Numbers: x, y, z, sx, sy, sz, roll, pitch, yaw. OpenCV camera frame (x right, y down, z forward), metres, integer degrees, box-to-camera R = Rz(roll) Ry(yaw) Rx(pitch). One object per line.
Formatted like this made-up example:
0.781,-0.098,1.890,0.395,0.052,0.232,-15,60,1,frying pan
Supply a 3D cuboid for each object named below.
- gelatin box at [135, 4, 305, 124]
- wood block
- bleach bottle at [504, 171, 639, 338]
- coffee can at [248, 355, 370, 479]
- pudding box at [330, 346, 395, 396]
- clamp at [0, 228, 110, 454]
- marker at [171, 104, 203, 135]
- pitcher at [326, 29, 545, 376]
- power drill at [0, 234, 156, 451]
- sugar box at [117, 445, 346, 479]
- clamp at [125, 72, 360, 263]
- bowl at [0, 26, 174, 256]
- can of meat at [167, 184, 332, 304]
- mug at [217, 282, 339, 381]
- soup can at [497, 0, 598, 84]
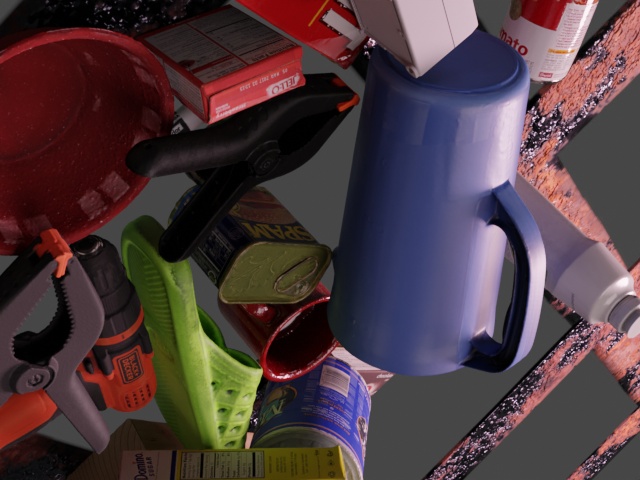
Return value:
-0.064,-0.113,0.678,0.073,0.089,0.030,-27,133,-25,gelatin box
-0.119,0.235,0.994,0.091,0.090,0.205,-44,148,16,wood block
0.179,-0.006,0.906,0.068,0.251,0.102,-43,147,-2,bleach bottle
-0.009,0.178,0.952,0.103,0.102,0.140,-59,-174,21,coffee can
0.013,0.148,1.073,0.090,0.039,0.113,-45,156,20,pudding box
-0.204,0.086,0.701,0.164,0.036,0.210,-13,135,-35,clamp
-0.130,-0.054,0.737,0.121,0.020,0.020,-40,146,-7,marker
0.086,-0.023,0.773,0.149,0.145,0.243,4,129,-1,pitcher
-0.212,0.094,0.775,0.187,0.057,0.184,-27,140,-19,power drill
-0.069,0.212,0.849,0.176,0.048,0.093,-3,122,-5,sugar box
-0.051,-0.063,0.696,0.171,0.039,0.120,-41,159,-9,clamp
-0.171,-0.069,0.644,0.161,0.055,0.162,-28,143,-23,bowl
-0.055,0.001,0.818,0.101,0.084,0.057,3,124,-48,can of meat
-0.040,0.055,0.896,0.093,0.082,0.117,-50,146,9,mug
0.190,-0.190,0.884,0.068,0.069,0.102,-16,139,-35,soup can
